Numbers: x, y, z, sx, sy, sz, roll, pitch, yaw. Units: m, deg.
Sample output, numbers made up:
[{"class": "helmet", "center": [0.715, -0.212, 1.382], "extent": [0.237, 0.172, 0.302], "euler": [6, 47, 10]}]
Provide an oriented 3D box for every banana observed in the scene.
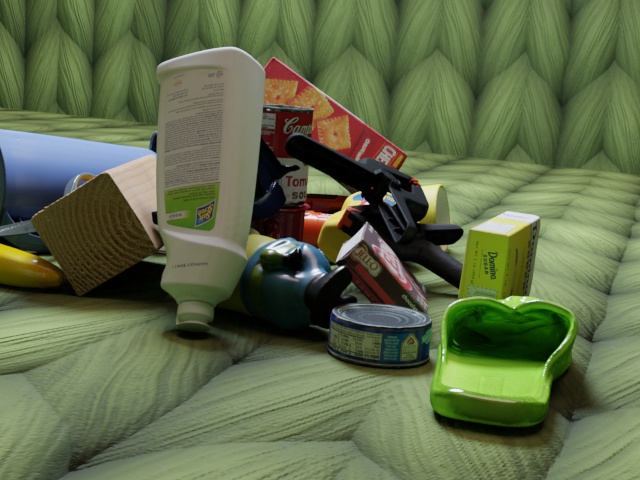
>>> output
[{"class": "banana", "center": [-0.326, 0.015, 1.060], "extent": [0.069, 0.037, 0.198], "euler": [-5, 13, -38]}]

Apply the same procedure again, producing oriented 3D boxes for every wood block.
[{"class": "wood block", "center": [-0.205, -0.022, 1.090], "extent": [0.091, 0.090, 0.206], "euler": [-31, 6, 8]}]

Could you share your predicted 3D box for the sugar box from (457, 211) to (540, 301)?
[{"class": "sugar box", "center": [0.184, 0.026, 1.078], "extent": [0.048, 0.093, 0.176], "euler": [11, 12, 22]}]

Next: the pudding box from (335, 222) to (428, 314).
[{"class": "pudding box", "center": [0.058, 0.034, 0.992], "extent": [0.090, 0.039, 0.113], "euler": [50, 7, -4]}]

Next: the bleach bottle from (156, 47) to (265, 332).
[{"class": "bleach bottle", "center": [-0.106, -0.043, 0.940], "extent": [0.103, 0.251, 0.068], "euler": [-9, -24, 29]}]

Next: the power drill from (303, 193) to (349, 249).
[{"class": "power drill", "center": [-0.036, -0.025, 1.395], "extent": [0.185, 0.057, 0.187], "euler": [7, 12, 16]}]

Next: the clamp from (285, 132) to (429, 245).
[{"class": "clamp", "center": [0.069, -0.047, 1.118], "extent": [0.165, 0.036, 0.209], "euler": [44, 17, 24]}]

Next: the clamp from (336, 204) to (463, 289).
[{"class": "clamp", "center": [0.100, -0.004, 1.170], "extent": [0.171, 0.039, 0.120], "euler": [25, 21, -12]}]

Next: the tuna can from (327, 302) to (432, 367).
[{"class": "tuna can", "center": [0.049, 0.077, 0.882], "extent": [0.086, 0.034, 0.086], "euler": [5, 9, -1]}]

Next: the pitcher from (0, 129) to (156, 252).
[{"class": "pitcher", "center": [-0.302, -0.056, 1.282], "extent": [0.242, 0.149, 0.145], "euler": [0, -5, -43]}]

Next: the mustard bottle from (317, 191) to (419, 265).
[{"class": "mustard bottle", "center": [0.068, -0.018, 1.272], "extent": [0.096, 0.058, 0.191], "euler": [22, 24, 9]}]

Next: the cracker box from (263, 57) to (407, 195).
[{"class": "cracker box", "center": [0.004, -0.138, 1.419], "extent": [0.214, 0.072, 0.164], "euler": [37, -4, 2]}]

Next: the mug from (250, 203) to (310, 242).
[{"class": "mug", "center": [-0.057, 0.001, 1.139], "extent": [0.093, 0.081, 0.117], "euler": [3, 10, -13]}]

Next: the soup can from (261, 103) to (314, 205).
[{"class": "soup can", "center": [-0.045, -0.092, 1.135], "extent": [0.068, 0.102, 0.068], "euler": [5, 9, -1]}]

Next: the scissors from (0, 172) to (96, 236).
[{"class": "scissors", "center": [-0.290, -0.038, 1.165], "extent": [0.016, 0.096, 0.201], "euler": [-26, -20, 29]}]
